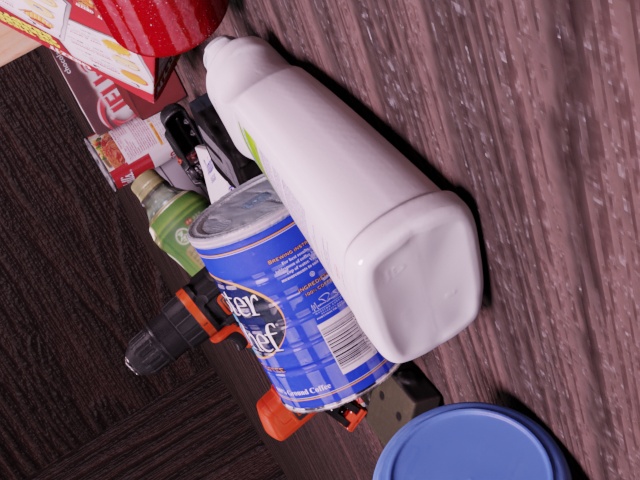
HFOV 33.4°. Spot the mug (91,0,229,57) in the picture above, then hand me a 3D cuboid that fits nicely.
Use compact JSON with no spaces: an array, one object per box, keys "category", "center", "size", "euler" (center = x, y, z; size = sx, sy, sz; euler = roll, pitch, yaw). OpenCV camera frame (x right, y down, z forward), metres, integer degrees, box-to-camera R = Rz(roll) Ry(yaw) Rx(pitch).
[{"category":"mug","center":[-0.111,-0.171,0.646],"size":[0.117,0.093,0.081],"euler":[34,164,24]}]

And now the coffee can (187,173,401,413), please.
[{"category":"coffee can","center":[-0.013,0.030,0.725],"size":[0.140,0.102,0.103],"euler":[62,169,-19]}]

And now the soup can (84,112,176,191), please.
[{"category":"soup can","center":[-0.203,-0.109,1.193],"size":[0.068,0.102,0.068],"euler":[56,169,17]}]

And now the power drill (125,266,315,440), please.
[{"category":"power drill","center":[-0.068,0.104,1.009],"size":[0.187,0.184,0.057],"euler":[54,174,-33]}]

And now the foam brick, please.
[{"category":"foam brick","center":[-0.177,-0.162,1.066],"size":[0.078,0.053,0.051],"euler":[41,160,56]}]

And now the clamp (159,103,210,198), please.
[{"category":"clamp","center":[-0.113,-0.067,1.078],"size":[0.164,0.036,0.210],"euler":[55,174,-12]}]

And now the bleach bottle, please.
[{"category":"bleach bottle","center":[-0.006,-0.049,0.594],"size":[0.251,0.068,0.102],"euler":[52,167,41]}]

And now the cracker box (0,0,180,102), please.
[{"category":"cracker box","center":[-0.180,-0.192,0.797],"size":[0.164,0.072,0.214],"euler":[28,170,-5]}]

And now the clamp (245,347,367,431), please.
[{"category":"clamp","center":[-0.024,0.142,1.151],"size":[0.172,0.039,0.120],"euler":[33,-175,41]}]

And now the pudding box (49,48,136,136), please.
[{"category":"pudding box","center":[-0.226,-0.180,1.138],"size":[0.113,0.090,0.039],"euler":[63,169,-18]}]

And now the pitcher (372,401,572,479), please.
[{"category":"pitcher","center":[0.109,0.209,0.645],"size":[0.243,0.149,0.145],"euler":[75,176,-46]}]
